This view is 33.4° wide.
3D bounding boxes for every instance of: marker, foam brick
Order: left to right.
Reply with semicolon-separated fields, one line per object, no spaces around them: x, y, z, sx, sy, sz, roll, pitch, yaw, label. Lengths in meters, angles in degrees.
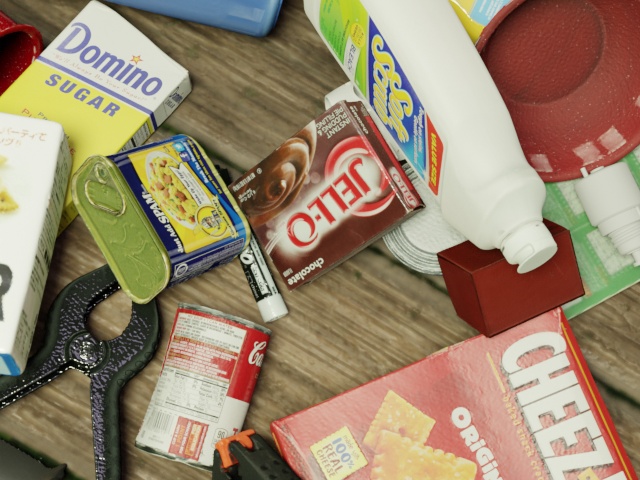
-0.055;0.001;0.771;0.020;0.020;0.121;-23;81;-6;marker
0.129;0.023;0.721;0.078;0.053;0.051;-22;111;-12;foam brick

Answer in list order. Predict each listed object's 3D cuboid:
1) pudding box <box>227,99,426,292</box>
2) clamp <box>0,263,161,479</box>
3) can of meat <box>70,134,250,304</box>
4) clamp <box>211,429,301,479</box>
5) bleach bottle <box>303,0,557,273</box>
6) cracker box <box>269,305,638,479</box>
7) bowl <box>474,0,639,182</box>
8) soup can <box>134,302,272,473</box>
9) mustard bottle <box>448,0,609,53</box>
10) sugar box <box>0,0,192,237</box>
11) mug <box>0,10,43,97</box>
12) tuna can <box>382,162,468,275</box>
0.004;-0.031;0.744;0.114;0.039;0.090;-35;80;28;pudding box
-0.171;0.081;0.730;0.120;0.039;0.171;21;66;-10;clamp
-0.108;-0.019;0.736;0.083;0.058;0.102;-24;80;-45;can of meat
-0.012;0.221;0.671;0.165;0.036;0.210;-19;84;38;clamp
0.075;-0.093;0.687;0.068;0.103;0.251;-21;66;-21;bleach bottle
0.093;0.158;0.721;0.213;0.072;0.164;-21;81;-7;cracker box
0.169;-0.123;0.752;0.162;0.162;0.055;-6;35;-8;bowl
-0.080;0.100;0.727;0.068;0.068;0.102;17;80;1;soup can
0.124;-0.190;0.794;0.191;0.058;0.096;26;77;3;mustard bottle
-0.184;-0.080;0.768;0.093;0.048;0.176;38;81;5;sugar box
-0.266;-0.127;0.751;0.081;0.093;0.117;38;73;9;mug
0.085;-0.017;0.765;0.086;0.033;0.086;-1;85;7;tuna can
